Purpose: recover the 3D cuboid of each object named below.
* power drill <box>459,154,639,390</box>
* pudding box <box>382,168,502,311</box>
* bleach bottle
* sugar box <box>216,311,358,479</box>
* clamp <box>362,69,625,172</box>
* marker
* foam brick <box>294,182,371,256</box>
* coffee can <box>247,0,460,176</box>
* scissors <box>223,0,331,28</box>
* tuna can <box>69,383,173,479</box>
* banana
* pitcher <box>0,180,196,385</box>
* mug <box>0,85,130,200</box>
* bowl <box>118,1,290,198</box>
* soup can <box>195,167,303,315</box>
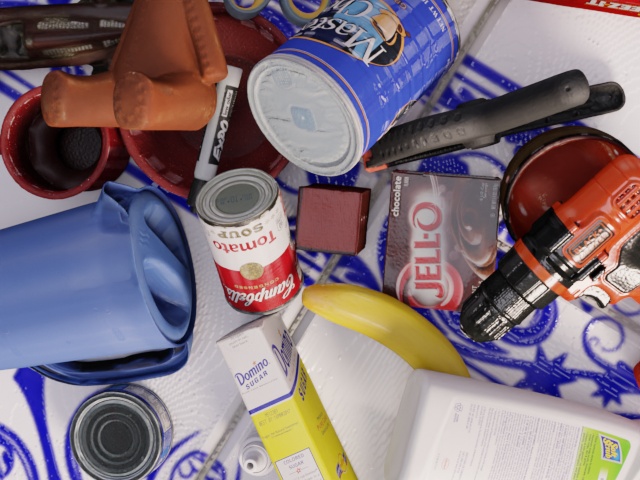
[{"bbox_3d":[0.224,0.051,0.817,0.187,0.057,0.185,40,108,-20],"label":"power drill"},{"bbox_3d":[0.100,0.001,0.876,0.090,0.039,0.113,5,94,9],"label":"pudding box"},{"bbox_3d":[0.184,0.176,0.843,0.250,0.068,0.102,15,93,-8],"label":"bleach bottle"},{"bbox_3d":[-0.022,0.147,0.876,0.048,0.093,0.176,-23,90,8],"label":"sugar box"},{"bbox_3d":[0.124,-0.091,0.819,0.210,0.164,0.036,-13,88,19],"label":"clamp"},{"bbox_3d":[-0.086,-0.080,0.852,0.020,0.020,0.121,15,96,7],"label":"marker"},{"bbox_3d":[0.011,-0.018,0.869,0.051,0.078,0.053,5,96,7],"label":"foam brick"},{"bbox_3d":[0.027,-0.130,0.814,0.103,0.103,0.140,42,58,4],"label":"coffee can"},{"bbox_3d":[-0.011,-0.257,0.866,0.096,0.016,0.201,29,74,-8],"label":"scissors"},{"bbox_3d":[-0.174,0.169,0.930,0.086,0.033,0.086,1,93,9],"label":"tuna can"},{"bbox_3d":[0.069,0.093,0.864,0.069,0.037,0.197,-43,107,-8],"label":"banana"},{"bbox_3d":[-0.230,0.052,0.893,0.243,0.145,0.149,-12,80,13],"label":"pitcher"},{"bbox_3d":[-0.220,-0.080,0.898,0.117,0.081,0.093,-5,93,9],"label":"mug"},{"bbox_3d":[-0.085,-0.113,0.889,0.162,0.055,0.162,1,93,8],"label":"bowl"},{"bbox_3d":[-0.056,0.001,0.852,0.068,0.068,0.102,-6,133,9],"label":"soup can"}]
